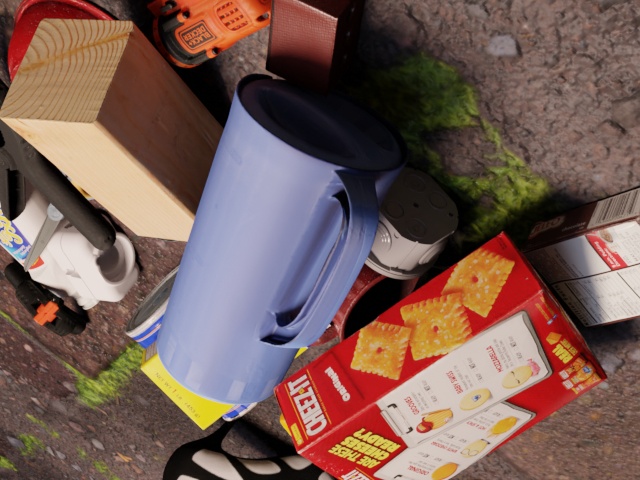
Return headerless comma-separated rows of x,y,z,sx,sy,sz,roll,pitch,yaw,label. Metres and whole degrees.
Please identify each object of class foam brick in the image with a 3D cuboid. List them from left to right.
-0.003,-0.153,0.757,0.051,0.053,0.078,25,145,12,foam brick

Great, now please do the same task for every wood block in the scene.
-0.149,-0.082,0.861,0.091,0.090,0.206,7,158,26,wood block

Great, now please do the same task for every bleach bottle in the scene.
-0.316,-0.021,1.151,0.103,0.068,0.250,-5,132,42,bleach bottle

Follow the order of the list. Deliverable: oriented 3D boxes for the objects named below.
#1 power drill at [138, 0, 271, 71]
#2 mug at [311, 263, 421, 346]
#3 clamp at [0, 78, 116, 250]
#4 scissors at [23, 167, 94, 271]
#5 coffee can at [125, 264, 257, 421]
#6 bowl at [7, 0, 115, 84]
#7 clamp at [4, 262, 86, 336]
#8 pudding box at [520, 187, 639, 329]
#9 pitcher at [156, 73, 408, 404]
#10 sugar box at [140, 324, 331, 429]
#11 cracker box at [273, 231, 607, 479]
-0.136,-0.211,0.794,0.185,0.057,0.187,-14,125,46,power drill
0.023,0.045,0.903,0.082,0.117,0.093,45,164,39,mug
-0.274,-0.078,0.982,0.165,0.036,0.210,19,142,33,clamp
-0.273,-0.050,1.075,0.202,0.016,0.096,-33,99,34,scissors
-0.115,0.102,1.098,0.140,0.102,0.103,44,143,-14,coffee can
-0.220,-0.137,0.945,0.162,0.055,0.162,22,143,17,bowl
-0.311,0.081,1.239,0.120,0.039,0.172,38,177,-22,clamp
0.220,0.015,0.792,0.090,0.039,0.114,46,145,-18,pudding box
-0.036,0.011,0.804,0.145,0.149,0.243,29,118,8,pitcher
-0.075,0.091,1.016,0.176,0.048,0.093,-39,109,11,sugar box
0.096,0.109,0.830,0.214,0.072,0.164,-35,139,10,cracker box
